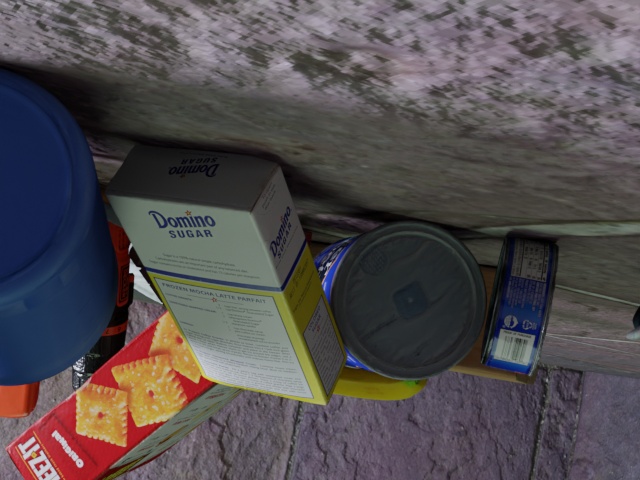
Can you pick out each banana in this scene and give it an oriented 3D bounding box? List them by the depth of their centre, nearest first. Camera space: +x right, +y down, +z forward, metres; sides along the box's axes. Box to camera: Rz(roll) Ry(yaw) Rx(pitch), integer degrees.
[{"bbox_3d":[0.018,0.106,0.891,0.198,0.037,0.069,-1,151,41],"label":"banana"}]

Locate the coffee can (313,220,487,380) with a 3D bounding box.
[{"bbox_3d":[0.045,0.043,0.748,0.102,0.103,0.140,11,174,-9],"label":"coffee can"}]

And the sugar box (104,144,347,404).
[{"bbox_3d":[-0.049,0.023,0.621,0.093,0.048,0.176,8,139,23],"label":"sugar box"}]

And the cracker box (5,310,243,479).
[{"bbox_3d":[-0.116,0.110,0.832,0.214,0.072,0.164,-39,170,19],"label":"cracker box"}]

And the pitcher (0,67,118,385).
[{"bbox_3d":[-0.173,0.010,0.548,0.145,0.149,0.243,-19,173,-14],"label":"pitcher"}]

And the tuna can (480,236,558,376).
[{"bbox_3d":[0.126,0.041,0.680,0.034,0.086,0.086,11,174,7],"label":"tuna can"}]

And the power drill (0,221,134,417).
[{"bbox_3d":[-0.211,0.073,0.865,0.057,0.184,0.187,9,-163,12],"label":"power drill"}]
